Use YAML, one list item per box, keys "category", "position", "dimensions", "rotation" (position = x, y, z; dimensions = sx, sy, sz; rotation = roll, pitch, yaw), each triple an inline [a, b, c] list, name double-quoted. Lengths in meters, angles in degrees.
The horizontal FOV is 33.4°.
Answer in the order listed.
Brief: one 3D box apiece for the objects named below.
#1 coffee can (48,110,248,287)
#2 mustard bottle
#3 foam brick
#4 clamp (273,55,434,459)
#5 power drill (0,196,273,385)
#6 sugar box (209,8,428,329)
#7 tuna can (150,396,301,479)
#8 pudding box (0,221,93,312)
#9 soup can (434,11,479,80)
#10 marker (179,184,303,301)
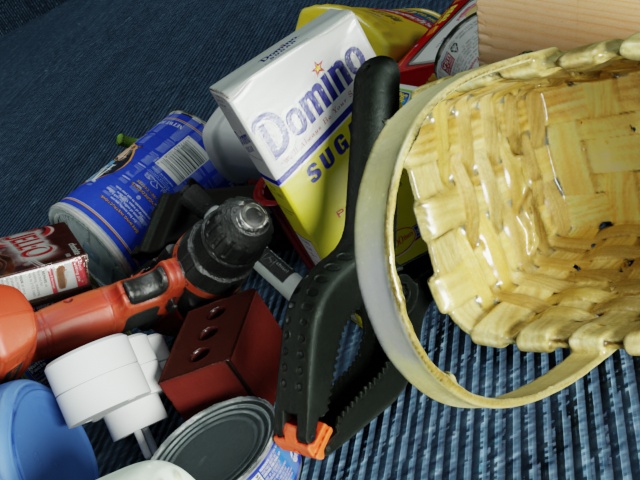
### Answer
- category: "coffee can"
  position: [-0.146, -0.030, 0.916]
  dimensions: [0.140, 0.102, 0.103]
  rotation: [-43, 26, -26]
- category: "mustard bottle"
  position: [0.067, -0.174, 0.939]
  dimensions: [0.096, 0.058, 0.191]
  rotation: [26, 23, 28]
- category: "foam brick"
  position: [-0.058, 0.076, 0.668]
  dimensions: [0.053, 0.051, 0.078]
  rotation: [-22, 25, 21]
- category: "clamp"
  position: [0.039, 0.027, 0.594]
  dimensions: [0.036, 0.164, 0.210]
  rotation: [4, 65, 45]
- category: "power drill"
  position: [-0.133, 0.037, 0.696]
  dimensions: [0.187, 0.057, 0.185]
  rotation: [-16, -16, -31]
- category: "sugar box"
  position: [0.018, -0.042, 0.653]
  dimensions: [0.093, 0.176, 0.048]
  rotation: [-35, 24, -9]
- category: "tuna can"
  position: [-0.054, 0.127, 0.587]
  dimensions: [0.086, 0.033, 0.086]
  rotation: [-26, 24, 13]
- category: "pudding box"
  position: [-0.226, 0.024, 0.809]
  dimensions: [0.090, 0.039, 0.114]
  rotation: [-17, 21, -18]
- category: "soup can"
  position: [0.130, -0.098, 0.708]
  dimensions: [0.068, 0.068, 0.102]
  rotation: [-33, 58, -4]
- category: "marker"
  position: [-0.055, 0.001, 0.752]
  dimensions: [0.020, 0.121, 0.020]
  rotation: [-43, -18, -18]
